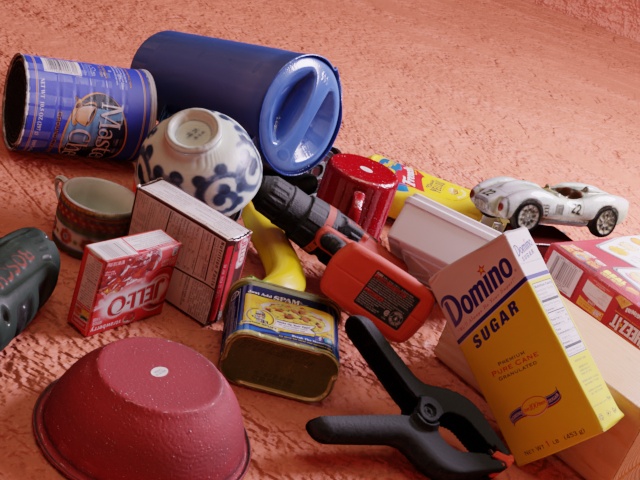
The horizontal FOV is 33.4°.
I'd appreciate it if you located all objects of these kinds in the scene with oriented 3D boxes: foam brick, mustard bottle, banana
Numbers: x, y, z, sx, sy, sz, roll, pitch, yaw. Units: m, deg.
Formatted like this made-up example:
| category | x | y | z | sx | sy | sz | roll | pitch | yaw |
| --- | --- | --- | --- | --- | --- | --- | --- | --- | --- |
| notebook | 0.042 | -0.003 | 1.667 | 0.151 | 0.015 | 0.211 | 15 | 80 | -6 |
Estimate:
| category | x | y | z | sx | sy | sz | roll | pitch | yaw |
| --- | --- | --- | --- | --- | --- | --- | --- | --- | --- |
| foam brick | 0.250 | 0.015 | 1.239 | 0.078 | 0.051 | 0.053 | 3 | 28 | -31 |
| mustard bottle | 0.100 | -0.056 | 1.274 | 0.192 | 0.058 | 0.096 | 22 | 30 | 9 |
| banana | -0.045 | 0.016 | 1.025 | 0.069 | 0.037 | 0.198 | 51 | 9 | -21 |

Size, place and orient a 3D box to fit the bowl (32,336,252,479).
| category | x | y | z | sx | sy | sz | roll | pitch | yaw |
| --- | --- | --- | --- | --- | --- | --- | --- | --- | --- |
| bowl | -0.121 | 0.117 | 0.765 | 0.162 | 0.055 | 0.162 | 15 | 24 | -7 |

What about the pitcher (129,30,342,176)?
| category | x | y | z | sx | sy | sz | roll | pitch | yaw |
| --- | --- | --- | --- | --- | --- | --- | --- | --- | --- |
| pitcher | -0.109 | -0.159 | 1.198 | 0.243 | 0.145 | 0.149 | 21 | 8 | 38 |

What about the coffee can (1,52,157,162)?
| category | x | y | z | sx | sy | sz | roll | pitch | yaw |
| --- | --- | --- | --- | --- | --- | --- | --- | --- | --- |
| coffee can | -0.259 | -0.141 | 1.143 | 0.140 | 0.103 | 0.103 | 3 | 29 | -30 |

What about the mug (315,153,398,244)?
| category | x | y | z | sx | sy | sz | roll | pitch | yaw |
| --- | --- | --- | --- | --- | --- | --- | --- | --- | --- |
| mug | 0.035 | -0.039 | 1.162 | 0.093 | 0.082 | 0.117 | 18 | 25 | -1 |

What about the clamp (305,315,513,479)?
| category | x | y | z | sx | sy | sz | roll | pitch | yaw |
| --- | --- | --- | --- | --- | --- | --- | --- | --- | --- |
| clamp | 0.069 | 0.145 | 0.832 | 0.171 | 0.039 | 0.120 | 35 | 53 | 1 |

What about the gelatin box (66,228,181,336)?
| category | x | y | z | sx | sy | sz | roll | pitch | yaw |
| --- | --- | --- | --- | --- | --- | --- | --- | --- | --- |
| gelatin box | -0.161 | 0.034 | 0.886 | 0.030 | 0.073 | 0.089 | 34 | 28 | 27 |

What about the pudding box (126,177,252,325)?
| category | x | y | z | sx | sy | sz | roll | pitch | yaw |
| --- | --- | --- | --- | --- | --- | --- | --- | --- | --- |
| pudding box | -0.121 | 0.009 | 0.944 | 0.114 | 0.090 | 0.039 | 29 | 28 | 23 |

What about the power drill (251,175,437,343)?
| category | x | y | z | sx | sy | sz | roll | pitch | yaw |
| --- | --- | --- | --- | --- | --- | --- | --- | --- | --- |
| power drill | 0.022 | 0.013 | 0.987 | 0.184 | 0.057 | 0.188 | 33 | 9 | -18 |

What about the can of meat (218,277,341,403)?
| category | x | y | z | sx | sy | sz | roll | pitch | yaw |
| --- | --- | --- | --- | --- | --- | --- | --- | --- | --- |
| can of meat | -0.033 | 0.084 | 0.893 | 0.102 | 0.057 | 0.084 | 15 | 26 | -8 |

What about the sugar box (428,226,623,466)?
| category | x | y | z | sx | sy | sz | roll | pitch | yaw |
| --- | --- | --- | --- | --- | --- | --- | --- | --- | --- |
| sugar box | 0.166 | 0.088 | 0.884 | 0.048 | 0.094 | 0.176 | -16 | 75 | -49 |
